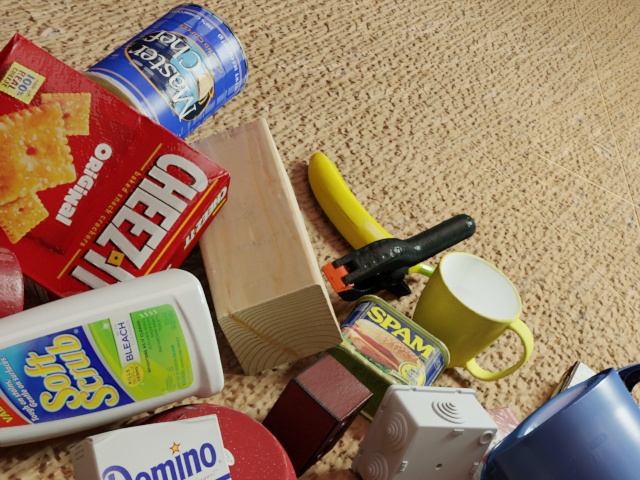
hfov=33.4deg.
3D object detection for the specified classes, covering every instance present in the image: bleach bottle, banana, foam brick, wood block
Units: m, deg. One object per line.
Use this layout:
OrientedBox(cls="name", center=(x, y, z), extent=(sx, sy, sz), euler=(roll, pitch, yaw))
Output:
OrientedBox(cls="bleach bottle", center=(-0.195, 0.099, 0.739), extent=(0.250, 0.102, 0.068), euler=(-18, 13, -30))
OrientedBox(cls="banana", center=(0.038, -0.024, 1.130), extent=(0.198, 0.037, 0.069), euler=(49, 19, 22))
OrientedBox(cls="foam brick", center=(-0.006, 0.139, 0.849), extent=(0.051, 0.078, 0.052), euler=(42, 38, 14))
OrientedBox(cls="wood block", center=(-0.057, 0.002, 0.940), extent=(0.090, 0.091, 0.206), euler=(-19, 49, 1))

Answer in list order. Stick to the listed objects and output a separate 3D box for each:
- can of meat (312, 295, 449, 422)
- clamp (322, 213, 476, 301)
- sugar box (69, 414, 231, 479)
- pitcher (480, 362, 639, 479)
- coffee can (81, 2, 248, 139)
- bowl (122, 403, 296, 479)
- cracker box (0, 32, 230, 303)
OrientedBox(cls="can of meat", center=(0.053, 0.109, 0.951), extent=(0.102, 0.058, 0.083), euler=(36, 37, 8))
OrientedBox(cls="clamp", center=(0.073, 0.017, 1.001), extent=(0.039, 0.120, 0.171), euler=(51, 27, 20))
OrientedBox(cls="sugar box", center=(-0.093, 0.204, 0.669), extent=(0.093, 0.048, 0.176), euler=(-4, 73, -35))
OrientedBox(cls="pitcher", center=(0.260, 0.227, 0.858), extent=(0.144, 0.149, 0.243), euler=(-26, 76, -47))
OrientedBox(cls="coffee can", center=(-0.148, -0.140, 0.977), extent=(0.103, 0.103, 0.140), euler=(37, 52, 8))
OrientedBox(cls="bowl", center=(-0.076, 0.173, 0.773), extent=(0.162, 0.055, 0.162), euler=(20, 35, -15))
OrientedBox(cls="cracker box", center=(-0.205, -0.041, 0.860), extent=(0.214, 0.072, 0.164), euler=(33, 71, 4))
